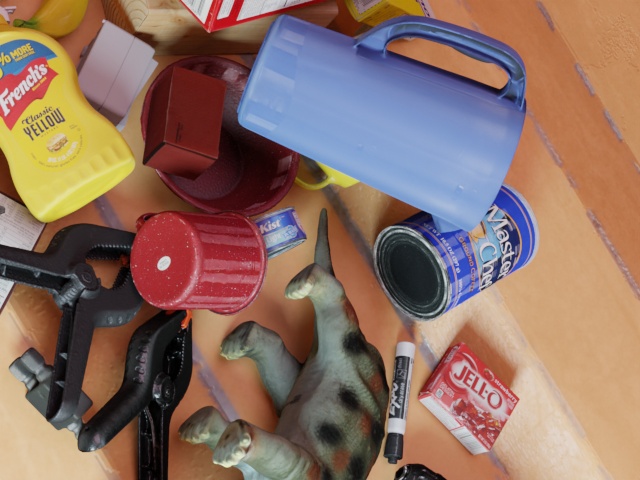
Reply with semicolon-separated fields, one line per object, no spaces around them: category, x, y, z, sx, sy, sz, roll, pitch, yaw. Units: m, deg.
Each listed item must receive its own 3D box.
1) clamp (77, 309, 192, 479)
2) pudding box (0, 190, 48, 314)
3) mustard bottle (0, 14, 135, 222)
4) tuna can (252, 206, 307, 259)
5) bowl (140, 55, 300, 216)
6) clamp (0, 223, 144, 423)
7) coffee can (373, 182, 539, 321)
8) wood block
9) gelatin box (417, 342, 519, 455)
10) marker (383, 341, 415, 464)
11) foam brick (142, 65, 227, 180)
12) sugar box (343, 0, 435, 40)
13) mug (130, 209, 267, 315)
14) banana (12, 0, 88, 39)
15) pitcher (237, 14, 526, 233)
clamp;-0.146;0.125;0.879;0.120;0.039;0.171;61;32;-56
pudding box;-0.285;0.009;0.865;0.090;0.039;0.113;32;61;-18
mustard bottle;-0.242;-0.117;0.884;0.096;0.058;0.191;-33;83;-8
tuna can;-0.056;0.001;0.976;0.085;0.086;0.034;-22;86;-35
bowl;-0.101;-0.089;1.002;0.161;0.055;0.162;11;67;-27
clamp;-0.195;0.048;0.858;0.164;0.036;0.209;58;31;5
coffee can;0.138;0.008;1.081;0.140;0.103;0.103;-26;87;-35
wood block;-0.099;-0.239;1.039;0.205;0.090;0.091;-8;76;-32
gelatin box;0.149;0.159;1.075;0.089;0.030;0.073;46;55;-9
marker;0.077;0.158;1.038;0.020;0.020;0.121;21;63;-23
foam brick;-0.118;-0.102;0.930;0.052;0.051;0.078;17;64;-25
sugar box;0.066;-0.269;1.126;0.176;0.048;0.093;-12;77;-65
mug;-0.113;0.011;0.908;0.117;0.093;0.081;42;21;30
banana;-0.237;-0.255;0.982;0.069;0.037;0.198;58;29;-58
pitcher;0.057;-0.120;0.960;0.242;0.145;0.149;22;77;-4
